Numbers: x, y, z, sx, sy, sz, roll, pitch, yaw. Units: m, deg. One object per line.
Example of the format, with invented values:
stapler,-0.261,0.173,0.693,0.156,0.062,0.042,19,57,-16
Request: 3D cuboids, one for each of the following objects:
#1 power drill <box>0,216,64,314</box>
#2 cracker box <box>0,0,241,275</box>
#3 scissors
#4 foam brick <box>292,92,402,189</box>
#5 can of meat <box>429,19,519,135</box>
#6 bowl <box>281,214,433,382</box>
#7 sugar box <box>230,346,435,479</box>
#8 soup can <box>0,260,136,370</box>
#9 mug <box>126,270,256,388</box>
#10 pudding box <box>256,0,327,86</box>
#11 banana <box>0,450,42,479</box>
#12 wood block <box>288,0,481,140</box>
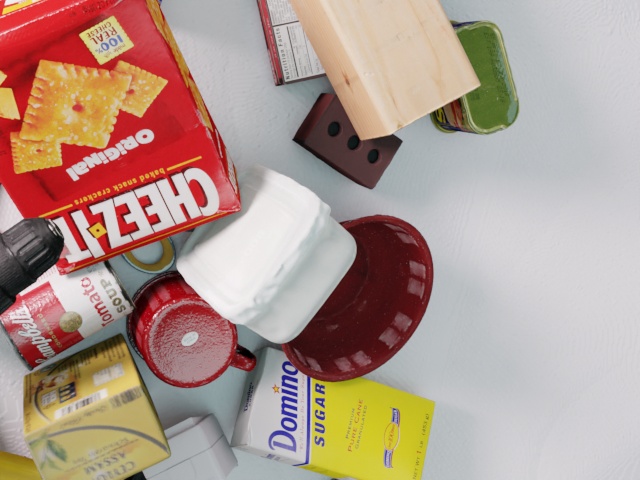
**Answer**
power drill,-0.276,0.034,0.815,0.184,0.188,0.057,-36,105,-6
cracker box,-0.174,-0.091,0.820,0.164,0.072,0.213,-20,126,4
scissors,-0.195,-0.033,0.916,0.201,0.016,0.096,16,100,-11
foam brick,0.024,-0.088,0.947,0.078,0.051,0.053,32,90,-18
can of meat,0.130,-0.145,0.950,0.057,0.084,0.102,-21,104,-11
bowl,0.021,0.043,0.950,0.161,0.055,0.162,-15,121,-27
sugar box,0.013,0.167,0.975,0.176,0.048,0.093,20,69,-20
soup can,-0.215,0.055,0.898,0.102,0.069,0.068,-30,105,-9
mug,-0.108,0.084,0.924,0.117,0.082,0.093,30,90,-18
pudding box,0.006,-0.190,0.933,0.113,0.039,0.090,-14,101,-11
banana,-0.228,0.200,0.879,0.197,0.070,0.037,25,64,-32
wood block,0.034,-0.194,0.867,0.090,0.091,0.206,-29,98,-11
